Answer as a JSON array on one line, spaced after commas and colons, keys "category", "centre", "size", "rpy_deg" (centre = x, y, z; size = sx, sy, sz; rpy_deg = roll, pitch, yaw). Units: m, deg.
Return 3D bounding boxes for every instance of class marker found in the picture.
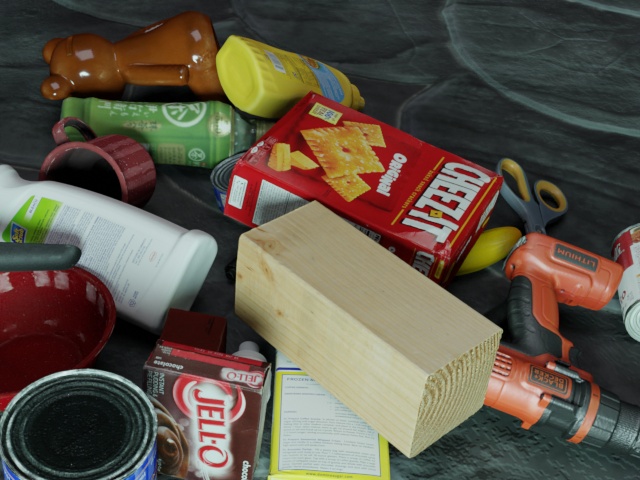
[{"category": "marker", "centre": [-0.057, 0.001, 1.043], "size": [0.020, 0.020, 0.121], "rpy_deg": [23, 43, 18]}]

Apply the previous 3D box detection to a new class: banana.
[{"category": "banana", "centre": [0.109, 0.009, 1.042], "size": [0.197, 0.037, 0.069], "rpy_deg": [-1, 40, -9]}]

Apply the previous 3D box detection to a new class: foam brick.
[{"category": "foam brick", "centre": [-0.111, 0.104, 0.892], "size": [0.053, 0.051, 0.078], "rpy_deg": [10, 41, 3]}]

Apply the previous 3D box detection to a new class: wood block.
[{"category": "wood block", "centre": [0.032, 0.066, 0.858], "size": [0.090, 0.090, 0.206], "rpy_deg": [-27, 48, -36]}]

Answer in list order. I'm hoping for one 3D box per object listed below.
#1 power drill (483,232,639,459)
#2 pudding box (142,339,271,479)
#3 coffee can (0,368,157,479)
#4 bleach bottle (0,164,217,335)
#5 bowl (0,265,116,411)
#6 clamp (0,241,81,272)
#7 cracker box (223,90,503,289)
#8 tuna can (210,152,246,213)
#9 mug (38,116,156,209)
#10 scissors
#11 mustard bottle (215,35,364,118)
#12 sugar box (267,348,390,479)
[{"category": "power drill", "centre": [0.219, 0.089, 0.925], "size": [0.184, 0.057, 0.187], "rpy_deg": [22, 45, -3]}, {"category": "pudding box", "centre": [-0.088, 0.134, 0.811], "size": [0.090, 0.113, 0.039], "rpy_deg": [12, 37, 6]}, {"category": "coffee can", "centre": [-0.163, 0.173, 0.734], "size": [0.102, 0.140, 0.103], "rpy_deg": [4, 40, -4]}, {"category": "bleach bottle", "centre": [-0.224, -0.010, 0.963], "size": [0.251, 0.068, 0.102], "rpy_deg": [26, 88, 15]}, {"category": "bowl", "centre": [-0.246, 0.088, 0.881], "size": [0.162, 0.055, 0.162], "rpy_deg": [-2, 38, 1]}, {"category": "clamp", "centre": [-0.318, 0.010, 0.892], "size": [0.165, 0.036, 0.209], "rpy_deg": [42, 63, 16]}, {"category": "cracker box", "centre": [0.043, -0.044, 0.994], "size": [0.214, 0.072, 0.164], "rpy_deg": [25, 39, 13]}, {"category": "tuna can", "centre": [-0.066, -0.057, 1.084], "size": [0.086, 0.034, 0.086], "rpy_deg": [-7, 33, 5]}, {"category": "mug", "centre": [-0.216, -0.066, 1.027], "size": [0.117, 0.093, 0.081], "rpy_deg": [58, 23, -4]}, {"category": "scissors", "centre": [0.231, -0.008, 1.082], "size": [0.096, 0.016, 0.202], "rpy_deg": [11, 43, -28]}, {"category": "mustard bottle", "centre": [-0.021, -0.167, 1.180], "size": [0.191, 0.058, 0.096], "rpy_deg": [7, 42, -45]}, {"category": "sugar box", "centre": [0.006, 0.139, 0.871], "size": [0.093, 0.048, 0.176], "rpy_deg": [5, 36, -3]}]
